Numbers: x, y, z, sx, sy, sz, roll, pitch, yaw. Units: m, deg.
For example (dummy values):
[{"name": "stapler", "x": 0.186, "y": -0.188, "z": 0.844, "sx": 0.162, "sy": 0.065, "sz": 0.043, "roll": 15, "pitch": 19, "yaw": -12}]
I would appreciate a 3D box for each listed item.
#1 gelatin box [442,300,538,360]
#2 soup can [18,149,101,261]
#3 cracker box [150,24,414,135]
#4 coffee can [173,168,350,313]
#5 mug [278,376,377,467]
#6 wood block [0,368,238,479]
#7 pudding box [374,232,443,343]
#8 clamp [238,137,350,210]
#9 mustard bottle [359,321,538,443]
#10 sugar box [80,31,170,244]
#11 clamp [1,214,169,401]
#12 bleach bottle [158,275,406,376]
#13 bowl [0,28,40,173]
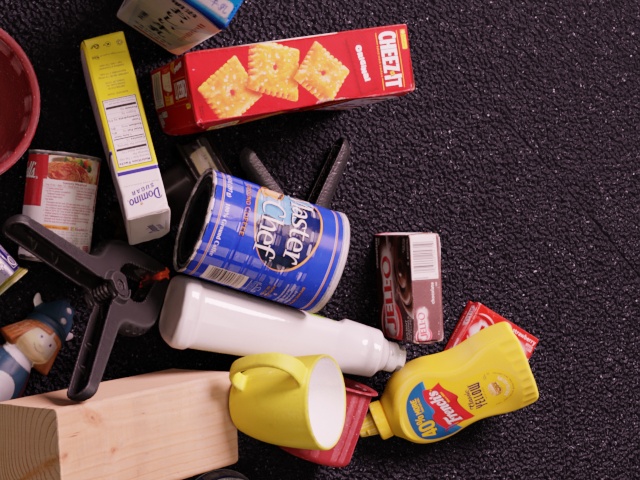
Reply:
[{"name": "gelatin box", "x": 0.186, "y": 0.119, "z": 1.180, "sx": 0.089, "sy": 0.030, "sz": 0.073, "roll": 32, "pitch": 81, "yaw": -18}, {"name": "soup can", "x": -0.246, "y": -0.031, "z": 1.005, "sx": 0.068, "sy": 0.069, "sz": 0.102, "roll": 6, "pitch": 90, "yaw": -20}, {"name": "cracker box", "x": -0.041, "y": -0.151, "z": 1.024, "sx": 0.213, "sy": 0.164, "sz": 0.072, "roll": -10, "pitch": 96, "yaw": -19}, {"name": "coffee can", "x": -0.057, "y": 0.001, "z": 1.017, "sx": 0.140, "sy": 0.103, "sz": 0.103, "roll": 18, "pitch": 85, "yaw": -19}, {"name": "mug", "x": -0.008, "y": 0.176, "z": 1.082, "sx": 0.117, "sy": 0.093, "sz": 0.081, "roll": 18, "pitch": 90, "yaw": -20}, {"name": "wood block", "x": -0.180, "y": 0.177, "z": 0.972, "sx": 0.205, "sy": 0.091, "sz": 0.090, "roll": -5, "pitch": 93, "yaw": -50}, {"name": "pudding box", "x": 0.091, "y": 0.048, "z": 1.114, "sx": 0.039, "sy": 0.090, "sz": 0.113, "roll": -1, "pitch": 91, "yaw": -21}, {"name": "clamp", "x": -0.030, "y": -0.024, "z": 1.097, "sx": 0.120, "sy": 0.039, "sz": 0.171, "roll": 2, "pitch": 91, "yaw": -17}, {"name": "mustard bottle", "x": 0.127, "y": 0.163, "z": 1.128, "sx": 0.191, "sy": 0.058, "sz": 0.096, "roll": -23, "pitch": 120, "yaw": 3}, {"name": "sugar box", "x": -0.179, "y": -0.093, "z": 0.987, "sx": 0.048, "sy": 0.093, "sz": 0.176, "roll": -16, "pitch": 79, "yaw": -12}, {"name": "clamp", "x": -0.200, "y": 0.038, "z": 0.964, "sx": 0.036, "sy": 0.209, "sz": 0.164, "roll": -22, "pitch": 95, "yaw": 21}, {"name": "bleach bottle", "x": -0.029, "y": 0.094, "z": 1.065, "sx": 0.250, "sy": 0.103, "sz": 0.068, "roll": 14, "pitch": 90, "yaw": -18}, {"name": "bowl", "x": -0.341, "y": -0.126, "z": 0.975, "sx": 0.162, "sy": 0.055, "sz": 0.162, "roll": 0, "pitch": 91, "yaw": -19}]
